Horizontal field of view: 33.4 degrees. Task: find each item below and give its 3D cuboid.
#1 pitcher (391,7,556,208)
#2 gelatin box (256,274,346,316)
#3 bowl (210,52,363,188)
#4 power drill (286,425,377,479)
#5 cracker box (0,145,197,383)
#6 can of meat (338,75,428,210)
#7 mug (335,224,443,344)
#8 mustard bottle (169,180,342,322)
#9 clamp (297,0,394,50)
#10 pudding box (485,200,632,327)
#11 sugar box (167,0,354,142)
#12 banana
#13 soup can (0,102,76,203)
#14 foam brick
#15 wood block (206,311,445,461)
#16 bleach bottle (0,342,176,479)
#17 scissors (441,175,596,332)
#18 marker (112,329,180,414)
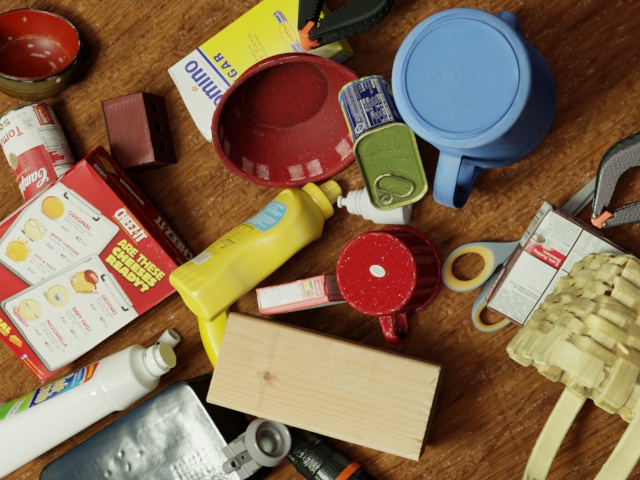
[{"bbox_3d":[0.131,-0.119,0.921,0.145,0.242,0.149,-28,86,14],"label":"pitcher"},{"bbox_3d":[-0.013,0.053,1.056,0.073,0.089,0.030,-12,85,20],"label":"gelatin box"},{"bbox_3d":[-0.030,-0.129,1.051,0.162,0.162,0.055,-32,43,18],"label":"bowl"},{"bbox_3d":[-0.008,0.303,1.073,0.184,0.057,0.188,40,104,18],"label":"power drill"},{"bbox_3d":[-0.264,0.027,1.131,0.214,0.072,0.164,-35,106,16],"label":"cracker box"},{"bbox_3d":[0.058,-0.093,1.007,0.057,0.102,0.084,-19,46,3],"label":"can of meat"},{"bbox_3d":[0.065,0.043,1.031,0.093,0.081,0.117,-5,88,20],"label":"mug"},{"bbox_3d":[-0.057,0.002,1.062,0.191,0.096,0.058,-38,106,-13],"label":"mustard bottle"},{"bbox_3d":[0.055,-0.262,1.025,0.165,0.036,0.210,27,74,16],"label":"clamp"},{"bbox_3d":[0.219,0.034,0.988,0.090,0.039,0.113,30,103,0],"label":"pudding box"},{"bbox_3d":[-0.063,-0.183,1.097,0.176,0.048,0.093,-32,80,16],"label":"sugar box"},{"bbox_3d":[-0.078,0.123,1.112,0.069,0.037,0.198,-41,78,-2],"label":"banana"},{"bbox_3d":[-0.310,-0.092,1.177,0.069,0.068,0.102,-28,80,18],"label":"soup can"},{"bbox_3d":[-0.194,-0.115,1.143,0.051,0.053,0.078,-13,87,20],"label":"foam brick"},{"bbox_3d":[0.008,0.137,1.028,0.206,0.090,0.091,14,87,11],"label":"wood block"},{"bbox_3d":[-0.257,0.170,1.136,0.251,0.102,0.068,-29,101,20],"label":"bleach bottle"},{"bbox_3d":[0.191,-0.008,1.017,0.096,0.016,0.202,31,101,11],"label":"scissors"},{"bbox_3d":[-0.197,0.145,1.162,0.020,0.020,0.121,46,105,14],"label":"marker"}]
